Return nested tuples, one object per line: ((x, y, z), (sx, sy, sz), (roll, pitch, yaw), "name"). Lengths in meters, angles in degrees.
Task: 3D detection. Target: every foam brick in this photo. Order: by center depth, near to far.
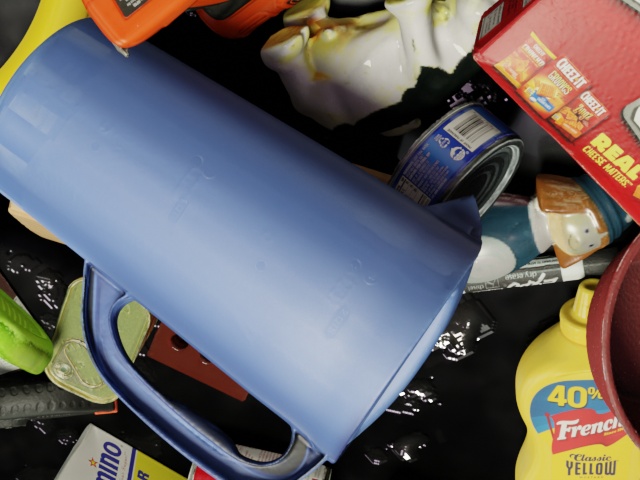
((-0.072, 0.066, 0.751), (0.078, 0.051, 0.053), (25, 124, -3), "foam brick")

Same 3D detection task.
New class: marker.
((0.138, 0.020, 0.692), (0.121, 0.020, 0.020), (-8, 119, 17), "marker")

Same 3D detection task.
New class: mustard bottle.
((0.180, 0.110, 0.714), (0.096, 0.058, 0.191), (-1, 120, 8), "mustard bottle")

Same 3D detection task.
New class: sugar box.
((-0.129, 0.226, 0.840), (0.176, 0.093, 0.048), (33, 122, -8), "sugar box")

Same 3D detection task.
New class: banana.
((-0.166, -0.142, 0.657), (0.070, 0.037, 0.198), (40, 124, 23), "banana")

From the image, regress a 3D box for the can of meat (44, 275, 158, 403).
((-0.141, 0.047, 0.736), (0.057, 0.084, 0.102), (25, 123, -3), "can of meat")

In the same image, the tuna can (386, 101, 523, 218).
((0.075, -0.034, 0.602), (0.034, 0.085, 0.086), (43, 126, 21), "tuna can")

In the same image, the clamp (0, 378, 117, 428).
((-0.234, 0.119, 0.780), (0.171, 0.120, 0.039), (-6, 86, -14), "clamp")

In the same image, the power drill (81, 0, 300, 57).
((-0.021, -0.155, 0.524), (0.185, 0.187, 0.057), (-32, 89, 28), "power drill")

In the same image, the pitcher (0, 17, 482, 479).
((-0.054, 0.001, 0.544), (0.243, 0.149, 0.145), (34, 129, 9), "pitcher")
